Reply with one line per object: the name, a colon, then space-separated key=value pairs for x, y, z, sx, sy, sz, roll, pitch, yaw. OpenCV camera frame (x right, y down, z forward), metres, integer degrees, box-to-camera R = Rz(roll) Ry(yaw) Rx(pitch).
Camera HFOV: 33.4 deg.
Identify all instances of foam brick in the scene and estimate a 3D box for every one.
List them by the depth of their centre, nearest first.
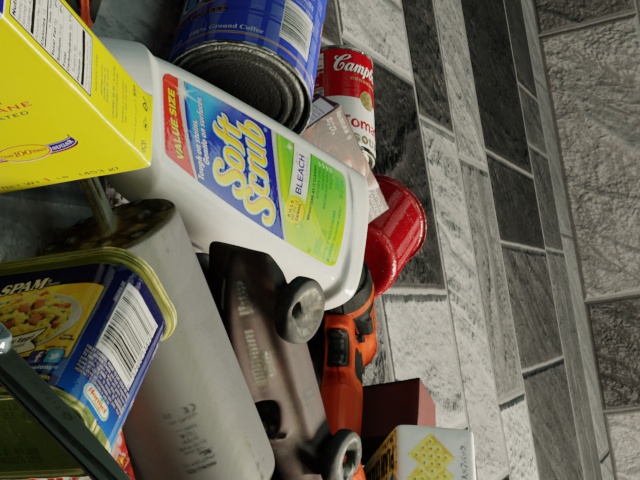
foam brick: x=0.056 y=0.156 z=0.913 sx=0.053 sy=0.078 sz=0.051 roll=56 pitch=29 yaw=-46

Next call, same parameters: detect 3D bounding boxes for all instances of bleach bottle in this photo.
bleach bottle: x=-0.074 y=-0.042 z=0.634 sx=0.250 sy=0.068 sz=0.102 roll=27 pitch=63 yaw=-42

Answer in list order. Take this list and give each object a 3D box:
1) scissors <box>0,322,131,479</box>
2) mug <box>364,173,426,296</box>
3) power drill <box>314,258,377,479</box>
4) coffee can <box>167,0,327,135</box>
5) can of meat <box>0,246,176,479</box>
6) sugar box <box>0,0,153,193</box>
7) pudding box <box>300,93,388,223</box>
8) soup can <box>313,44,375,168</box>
scissors: x=-0.143 y=0.030 z=0.387 sx=0.096 sy=0.016 sz=0.202 roll=10 pitch=30 yaw=-50
mug: x=0.033 y=-0.010 z=0.925 sx=0.117 sy=0.093 sz=0.081 roll=64 pitch=29 yaw=-17
power drill: x=0.013 y=0.103 z=0.811 sx=0.184 sy=0.057 sz=0.187 roll=76 pitch=18 yaw=-55
coffee can: x=-0.049 y=-0.145 z=0.750 sx=0.102 sy=0.103 sz=0.140 roll=58 pitch=30 yaw=-44
can of meat: x=-0.124 y=0.054 z=0.461 sx=0.084 sy=0.102 sz=0.057 roll=-72 pitch=147 yaw=-48
sugar box: x=-0.148 y=-0.076 z=0.446 sx=0.176 sy=0.093 sz=0.048 roll=47 pitch=36 yaw=-65
pudding box: x=-0.008 y=-0.044 z=0.829 sx=0.039 sy=0.090 sz=0.113 roll=39 pitch=-18 yaw=52
soup can: x=0.014 y=-0.113 z=0.951 sx=0.068 sy=0.069 sz=0.102 roll=42 pitch=43 yaw=-58
